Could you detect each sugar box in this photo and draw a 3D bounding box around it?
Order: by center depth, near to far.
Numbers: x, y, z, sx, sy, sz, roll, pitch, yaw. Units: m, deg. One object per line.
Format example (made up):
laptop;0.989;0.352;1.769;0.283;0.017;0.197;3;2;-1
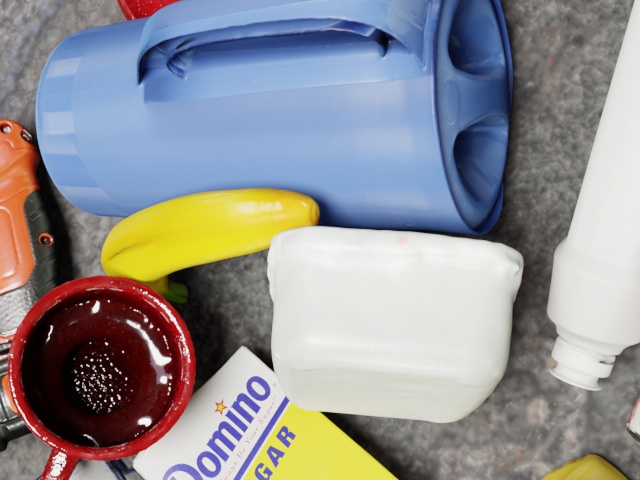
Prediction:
sugar box;-0.010;0.146;0.575;0.176;0.048;0.093;38;72;21

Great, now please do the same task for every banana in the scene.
banana;-0.072;0.002;0.558;0.198;0.069;0.037;-25;68;61

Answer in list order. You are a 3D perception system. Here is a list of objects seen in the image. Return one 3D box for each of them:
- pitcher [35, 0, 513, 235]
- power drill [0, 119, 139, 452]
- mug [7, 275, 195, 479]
pitcher;-0.030;-0.072;0.558;0.243;0.144;0.149;-1;118;25
power drill;-0.211;0.034;0.634;0.184;0.057;0.188;-19;82;-16
mug;-0.122;0.082;0.569;0.093;0.082;0.117;21;74;-9
